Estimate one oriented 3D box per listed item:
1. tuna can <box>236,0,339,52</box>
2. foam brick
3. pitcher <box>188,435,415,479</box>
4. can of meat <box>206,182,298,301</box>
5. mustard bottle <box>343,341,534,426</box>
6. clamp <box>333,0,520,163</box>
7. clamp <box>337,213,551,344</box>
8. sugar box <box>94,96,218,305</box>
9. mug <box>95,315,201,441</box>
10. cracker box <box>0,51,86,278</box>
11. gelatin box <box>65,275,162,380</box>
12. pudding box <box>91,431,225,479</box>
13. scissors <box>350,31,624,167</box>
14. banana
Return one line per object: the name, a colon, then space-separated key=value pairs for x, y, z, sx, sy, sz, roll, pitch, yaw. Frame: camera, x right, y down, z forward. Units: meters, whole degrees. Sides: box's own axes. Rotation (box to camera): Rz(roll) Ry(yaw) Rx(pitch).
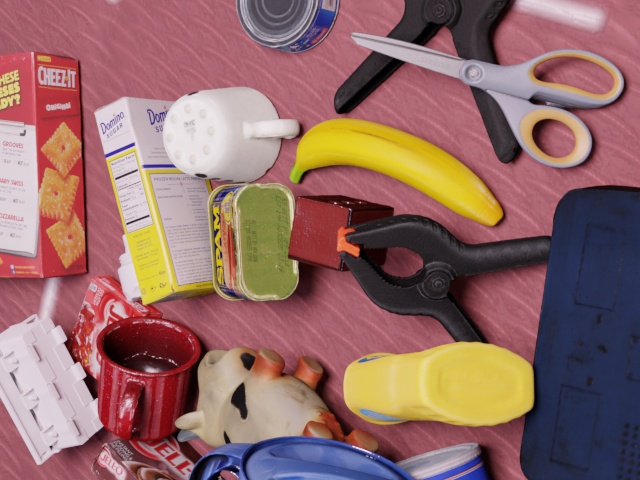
tuna can: x=-0.029 y=-0.204 z=0.904 sx=0.086 sy=0.033 sz=0.086 roll=2 pitch=94 yaw=30
foam brick: x=0.017 y=-0.007 z=0.865 sx=0.053 sy=0.078 sz=0.051 roll=13 pitch=99 yaw=27
pitcher: x=-0.025 y=0.268 z=0.760 sx=0.149 sy=0.144 sz=0.243 roll=-138 pitch=59 yaw=-63
can of meat: x=-0.056 y=0.001 z=0.898 sx=0.084 sy=0.057 sz=0.102 roll=180 pitch=86 yaw=-71
mustard bottle: x=0.072 y=0.112 z=0.814 sx=0.192 sy=0.096 sz=0.058 roll=159 pitch=113 yaw=-65
clamp: x=0.107 y=-0.169 z=0.825 sx=0.165 sy=0.036 sz=0.210 roll=27 pitch=110 yaw=25
clamp: x=0.091 y=0.038 z=0.814 sx=0.171 sy=0.039 sz=0.120 roll=13 pitch=101 yaw=0
sugar box: x=-0.137 y=-0.036 z=0.946 sx=0.048 sy=0.093 sz=0.176 roll=-21 pitch=82 yaw=30
mug: x=-0.160 y=0.133 z=0.956 sx=0.093 sy=0.117 sz=0.081 roll=10 pitch=118 yaw=-1
cracker box: x=-0.316 y=-0.071 z=1.063 sx=0.164 sy=0.072 sz=0.214 roll=0 pitch=92 yaw=30
gelatin box: x=-0.201 y=0.089 z=1.028 sx=0.073 sy=0.030 sz=0.089 roll=33 pitch=109 yaw=25
pudding box: x=-0.138 y=0.221 z=0.965 sx=0.114 sy=0.089 sz=0.039 roll=42 pitch=114 yaw=21
scissors: x=0.120 y=-0.105 z=0.794 sx=0.202 sy=0.016 sz=0.096 roll=3 pitch=98 yaw=10
banana: x=0.055 y=-0.062 z=0.860 sx=0.198 sy=0.037 sz=0.069 roll=16 pitch=145 yaw=31
